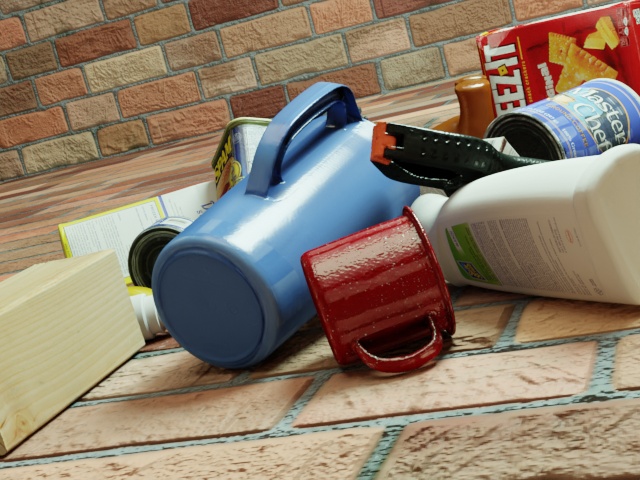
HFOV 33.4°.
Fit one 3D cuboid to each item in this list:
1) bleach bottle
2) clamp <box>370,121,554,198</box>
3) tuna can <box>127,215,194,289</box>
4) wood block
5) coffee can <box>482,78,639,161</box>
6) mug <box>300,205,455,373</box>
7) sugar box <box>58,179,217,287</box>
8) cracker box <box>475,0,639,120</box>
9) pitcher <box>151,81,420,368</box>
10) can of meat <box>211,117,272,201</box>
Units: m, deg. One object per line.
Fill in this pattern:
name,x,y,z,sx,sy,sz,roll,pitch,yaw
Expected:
bleach bottle,0.135,-0.010,0.769,0.068,0.102,0.251,-36,19,-26
clamp,0.124,-0.056,0.837,0.165,0.036,0.209,-3,-12,40
tuna can,-0.139,0.022,1.012,0.086,0.086,0.033,-11,13,20
wood block,-0.229,0.083,0.812,0.090,0.091,0.205,-11,12,21
coffee can,0.242,-0.093,1.046,0.140,0.103,0.103,-23,14,-36
mug,0.040,0.042,0.710,0.081,0.093,0.117,-20,48,-3
sugar box,-0.180,0.005,1.129,0.176,0.093,0.048,-15,-25,-15
cracker box,0.309,-0.196,1.313,0.214,0.164,0.071,-5,12,41
pitcher,-0.026,-0.011,0.843,0.145,0.149,0.242,-38,3,37
can of meat,-0.074,-0.063,1.099,0.057,0.084,0.102,3,-30,-19
